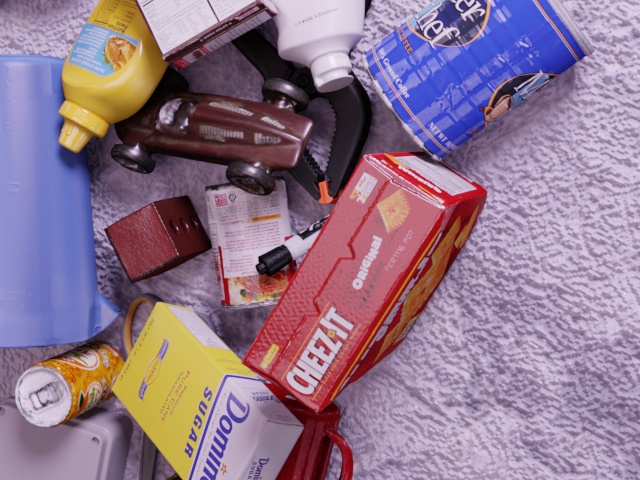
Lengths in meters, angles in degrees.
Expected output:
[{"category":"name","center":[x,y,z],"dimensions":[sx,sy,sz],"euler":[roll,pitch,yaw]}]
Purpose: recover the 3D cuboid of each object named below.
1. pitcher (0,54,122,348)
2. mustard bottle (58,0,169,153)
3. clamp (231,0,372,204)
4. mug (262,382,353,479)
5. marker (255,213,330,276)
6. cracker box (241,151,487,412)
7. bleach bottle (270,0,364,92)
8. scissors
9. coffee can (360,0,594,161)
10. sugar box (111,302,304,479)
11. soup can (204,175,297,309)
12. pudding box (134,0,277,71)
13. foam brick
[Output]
[{"category":"pitcher","center":[-0.266,-0.030,0.906],"dimensions":[0.145,0.148,0.243],"euler":[0,92,39]},{"category":"mustard bottle","center":[-0.157,-0.158,0.861],"dimensions":[0.096,0.058,0.191],"euler":[26,85,40]},{"category":"clamp","center":[-0.001,-0.136,0.867],"dimensions":[0.165,0.036,0.210],"euler":[-18,86,18]},{"category":"mug","center":[-0.022,0.170,0.871],"dimensions":[0.117,0.093,0.081],"euler":[18,96,38]},{"category":"marker","center":[0.000,-0.006,0.853],"dimensions":[0.121,0.020,0.020],"euler":[-31,85,-19]},{"category":"cracker box","center":[0.043,0.022,0.776],"dimensions":[0.072,0.213,0.164],"euler":[33,103,11]},{"category":"bleach bottle","center":[-0.033,-0.232,0.830],"dimensions":[0.103,0.068,0.251],"euler":[-21,79,17]},{"category":"scissors","center":[-0.130,0.145,0.943],"dimensions":[0.096,0.016,0.202],"euler":[-5,94,17]},{"category":"coffee can","center":[0.116,-0.140,0.797],"dimensions":[0.140,0.102,0.103],"euler":[-36,85,17]},{"category":"sugar box","center":[-0.095,0.134,0.856],"dimensions":[0.176,0.048,0.093],"euler":[39,106,45]},{"category":"soup can","center":[-0.056,0.001,0.880],"dimensions":[0.069,0.068,0.102],"euler":[-7,93,17]},{"category":"pudding box","center":[-0.097,-0.198,0.798],"dimensions":[0.090,0.039,0.113],"euler":[-28,78,10]},{"category":"foam brick","center":[-0.135,-0.002,0.898],"dimensions":[0.051,0.078,0.053],"euler":[-27,90,16]}]
